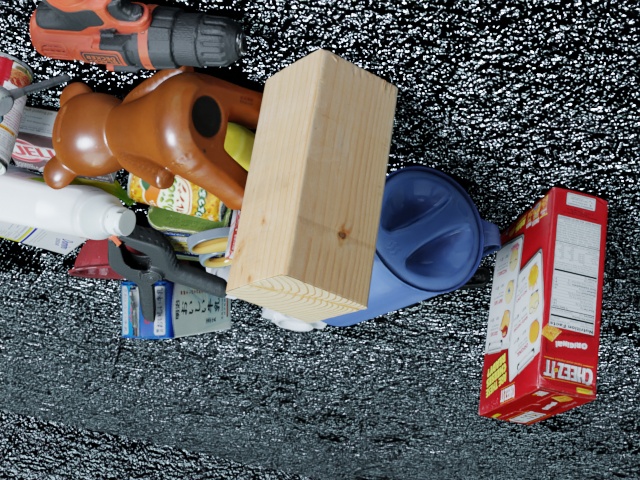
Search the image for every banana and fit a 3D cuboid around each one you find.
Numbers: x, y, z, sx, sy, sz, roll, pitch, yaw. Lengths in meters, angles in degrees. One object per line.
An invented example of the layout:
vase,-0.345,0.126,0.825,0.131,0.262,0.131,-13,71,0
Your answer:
banana,-0.273,-0.046,1.247,0.069,0.037,0.198,58,153,-5

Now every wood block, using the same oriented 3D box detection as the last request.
wood block,-0.005,-0.045,0.919,0.090,0.206,0.090,22,156,-31

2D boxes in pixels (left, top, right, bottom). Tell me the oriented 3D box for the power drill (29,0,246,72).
power drill,-0.161,-0.190,0.813,0.184,0.057,0.187,4,159,12

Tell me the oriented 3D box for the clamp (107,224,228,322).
clamp,-0.204,0.039,1.272,0.120,0.039,0.171,-31,128,21

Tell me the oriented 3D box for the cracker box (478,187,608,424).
cracker box,0.235,0.074,1.124,0.072,0.213,0.164,12,160,-8

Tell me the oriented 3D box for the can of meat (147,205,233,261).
can of meat,-0.152,-0.017,1.275,0.102,0.057,0.084,7,157,3

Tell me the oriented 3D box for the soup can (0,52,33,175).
soup can,-0.316,-0.119,1.004,0.068,0.102,0.068,8,160,3

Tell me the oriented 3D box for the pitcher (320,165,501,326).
pitcher,0.073,0.020,1.171,0.149,0.144,0.243,43,153,-6

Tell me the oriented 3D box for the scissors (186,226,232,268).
scissors,-0.058,0.002,1.250,0.201,0.016,0.096,-5,156,-17

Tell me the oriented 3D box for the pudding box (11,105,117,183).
pudding box,-0.274,-0.102,1.123,0.113,0.039,0.090,8,160,3

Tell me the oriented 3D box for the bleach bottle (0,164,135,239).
bleach bottle,-0.313,-0.044,1.158,0.251,0.068,0.102,14,-170,27

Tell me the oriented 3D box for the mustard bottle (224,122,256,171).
mustard bottle,-0.049,-0.061,1.109,0.096,0.058,0.191,3,162,44

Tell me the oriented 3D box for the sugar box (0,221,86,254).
sugar box,-0.388,-0.033,1.351,0.176,0.048,0.094,15,159,-27

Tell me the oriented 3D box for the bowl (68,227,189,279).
bowl,-0.241,0.016,1.368,0.162,0.055,0.162,-1,173,0
